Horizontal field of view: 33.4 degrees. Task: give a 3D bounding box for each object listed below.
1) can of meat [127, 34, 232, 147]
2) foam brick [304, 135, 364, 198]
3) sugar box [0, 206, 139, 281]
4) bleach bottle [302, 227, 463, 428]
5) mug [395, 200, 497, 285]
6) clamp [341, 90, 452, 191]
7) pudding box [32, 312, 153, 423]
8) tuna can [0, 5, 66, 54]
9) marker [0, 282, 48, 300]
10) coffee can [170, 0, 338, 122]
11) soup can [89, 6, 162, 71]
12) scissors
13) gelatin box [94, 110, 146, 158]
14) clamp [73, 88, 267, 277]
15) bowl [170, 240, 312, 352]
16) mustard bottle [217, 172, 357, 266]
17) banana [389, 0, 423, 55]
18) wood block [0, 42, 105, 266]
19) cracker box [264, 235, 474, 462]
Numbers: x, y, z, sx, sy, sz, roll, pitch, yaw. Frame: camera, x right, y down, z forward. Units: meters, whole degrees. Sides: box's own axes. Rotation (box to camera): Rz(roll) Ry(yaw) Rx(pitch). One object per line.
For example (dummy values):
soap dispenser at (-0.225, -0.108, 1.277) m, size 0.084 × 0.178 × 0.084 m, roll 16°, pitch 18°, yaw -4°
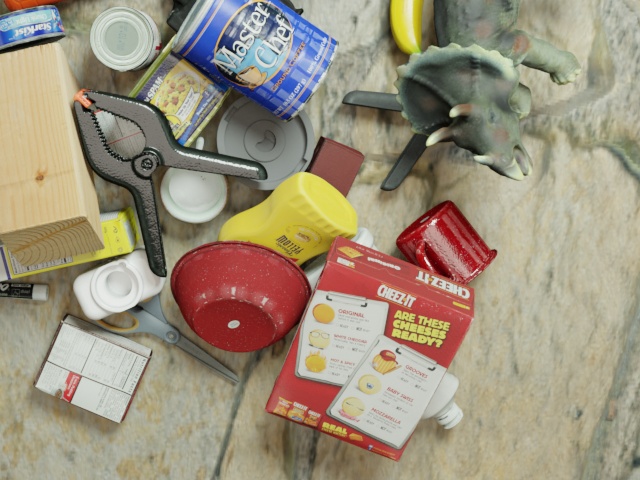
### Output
can of meat at (-0.154, -0.154, 1.146) m, size 0.084 × 0.057 × 0.102 m, roll 38°, pitch 102°, yaw -12°
foam brick at (0.009, -0.073, 1.205) m, size 0.051 × 0.053 × 0.078 m, roll 25°, pitch 96°, yaw -7°
sugar box at (-0.294, 0.007, 1.179) m, size 0.176 × 0.093 × 0.048 m, roll -15°, pitch 100°, yaw 0°
bleach bottle at (0.087, 0.112, 1.235) m, size 0.102 × 0.068 × 0.251 m, roll -37°, pitch 101°, yaw 8°
mug at (0.135, 0.013, 1.199) m, size 0.093 × 0.117 × 0.081 m, roll -35°, pitch 96°, yaw 32°
clamp at (0.112, -0.148, 1.207) m, size 0.171 × 0.039 × 0.120 m, roll -34°, pitch 104°, yaw -4°
pudding box at (-0.262, 0.148, 1.232) m, size 0.113 × 0.039 × 0.090 m, roll 24°, pitch 96°, yaw -9°
tuna can at (-0.319, -0.224, 1.143) m, size 0.086 × 0.086 × 0.034 m, roll -16°, pitch 98°, yaw -1°
marker at (-0.373, 0.056, 1.219) m, size 0.121 × 0.020 × 0.020 m, roll 4°, pitch 99°, yaw -4°
coffee can at (-0.067, -0.201, 1.095) m, size 0.140 × 0.103 × 0.103 m, roll 32°, pitch 96°, yaw -16°
soup can at (-0.207, -0.215, 1.143) m, size 0.068 × 0.102 × 0.068 m, roll -1°, pitch 100°, yaw -4°
scissors at (-0.173, 0.090, 1.239) m, size 0.201 × 0.016 × 0.096 m, roll 21°, pitch 97°, yaw -7°
gelatin box at (-0.207, -0.122, 1.195) m, size 0.089 × 0.030 × 0.073 m, roll -21°, pitch 100°, yaw -3°
clamp at (-0.183, -0.072, 1.120) m, size 0.210 × 0.036 × 0.164 m, roll 38°, pitch 95°, yaw -13°
bowl at (-0.091, 0.074, 1.179) m, size 0.162 × 0.055 × 0.162 m, roll 4°, pitch 135°, yaw 4°
mustard bottle at (-0.058, 0.002, 1.185) m, size 0.192 × 0.058 × 0.096 m, roll -31°, pitch 130°, yaw 31°
banana at (0.113, -0.289, 1.174) m, size 0.070 × 0.037 × 0.198 m, roll 13°, pitch 94°, yaw 32°
wood block at (-0.293, -0.090, 1.117) m, size 0.091 × 0.090 × 0.206 m, roll -13°, pitch 67°, yaw -2°
cracker box at (0.052, 0.120, 1.161) m, size 0.164 × 0.072 × 0.214 m, roll 21°, pitch 119°, yaw -2°
